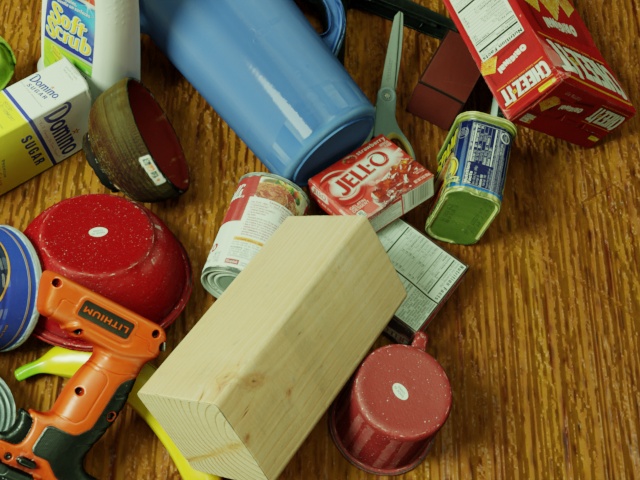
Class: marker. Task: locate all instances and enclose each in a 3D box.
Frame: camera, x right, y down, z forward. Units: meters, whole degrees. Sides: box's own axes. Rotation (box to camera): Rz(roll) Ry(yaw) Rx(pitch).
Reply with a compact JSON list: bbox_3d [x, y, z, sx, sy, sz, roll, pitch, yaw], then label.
[{"bbox_3d":[0.182,-0.141,1.075,0.020,0.020,0.121,14,61,-3],"label":"marker"}]

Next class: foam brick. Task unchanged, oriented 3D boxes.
[{"bbox_3d":[0.127,-0.159,1.056,0.051,0.053,0.078,28,60,5],"label":"foam brick"}]

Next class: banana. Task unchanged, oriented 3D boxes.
[{"bbox_3d":[-0.147,0.135,0.861,0.198,0.037,0.069,32,83,9],"label":"banana"}]

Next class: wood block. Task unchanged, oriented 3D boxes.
[{"bbox_3d":[-0.031,0.079,0.832,0.091,0.090,0.205,1,41,43],"label":"wood block"}]

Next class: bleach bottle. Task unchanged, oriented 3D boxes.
[{"bbox_3d":[-0.198,-0.204,0.906,0.102,0.251,0.068,44,63,13],"label":"bleach bottle"}]

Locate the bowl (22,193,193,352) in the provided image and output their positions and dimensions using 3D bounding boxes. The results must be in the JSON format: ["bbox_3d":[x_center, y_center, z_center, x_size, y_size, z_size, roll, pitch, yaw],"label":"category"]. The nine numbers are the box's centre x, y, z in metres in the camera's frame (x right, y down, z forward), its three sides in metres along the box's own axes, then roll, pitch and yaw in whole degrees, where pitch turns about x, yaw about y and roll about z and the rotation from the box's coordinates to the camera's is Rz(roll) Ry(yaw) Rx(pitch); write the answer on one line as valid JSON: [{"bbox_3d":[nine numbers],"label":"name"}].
[{"bbox_3d":[-0.185,0.012,0.885,0.162,0.055,0.162,5,47,-6],"label":"bowl"}]

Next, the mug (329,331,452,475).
[{"bbox_3d":[0.064,0.126,0.875,0.093,0.082,0.117,26,61,4],"label":"mug"}]

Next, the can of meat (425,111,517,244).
[{"bbox_3d":[0.136,-0.054,0.975,0.057,0.102,0.084,16,63,-3],"label":"can of meat"}]

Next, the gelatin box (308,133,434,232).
[{"bbox_3d":[0.045,-0.048,0.953,0.089,0.030,0.073,-32,53,-21],"label":"gelatin box"}]

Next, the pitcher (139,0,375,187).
[{"bbox_3d":[-0.053,-0.174,0.978,0.243,0.149,0.144,51,26,14],"label":"pitcher"}]

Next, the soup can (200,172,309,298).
[{"bbox_3d":[-0.056,0.001,0.928,0.068,0.068,0.102,20,61,0],"label":"soup can"}]

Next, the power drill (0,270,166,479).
[{"bbox_3d":[-0.213,0.120,0.790,0.184,0.057,0.187,29,81,-22],"label":"power drill"}]

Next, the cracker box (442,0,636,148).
[{"bbox_3d":[0.203,-0.205,1.041,0.163,0.072,0.214,7,52,-49],"label":"cracker box"}]

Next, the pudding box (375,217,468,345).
[{"bbox_3d":[0.062,0.028,0.952,0.113,0.039,0.090,38,60,9],"label":"pudding box"}]

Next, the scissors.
[{"bbox_3d":[0.045,-0.130,1.030,0.096,0.016,0.202,-4,72,-6],"label":"scissors"}]

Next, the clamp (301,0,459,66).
[{"bbox_3d":[0.020,-0.246,1.092,0.164,0.036,0.210,-36,77,-25],"label":"clamp"}]

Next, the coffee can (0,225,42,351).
[{"bbox_3d":[-0.298,0.037,0.808,0.140,0.103,0.103,2,53,-54],"label":"coffee can"}]

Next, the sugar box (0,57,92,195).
[{"bbox_3d":[-0.279,-0.079,0.916,0.176,0.093,0.048,-32,73,-24],"label":"sugar box"}]
